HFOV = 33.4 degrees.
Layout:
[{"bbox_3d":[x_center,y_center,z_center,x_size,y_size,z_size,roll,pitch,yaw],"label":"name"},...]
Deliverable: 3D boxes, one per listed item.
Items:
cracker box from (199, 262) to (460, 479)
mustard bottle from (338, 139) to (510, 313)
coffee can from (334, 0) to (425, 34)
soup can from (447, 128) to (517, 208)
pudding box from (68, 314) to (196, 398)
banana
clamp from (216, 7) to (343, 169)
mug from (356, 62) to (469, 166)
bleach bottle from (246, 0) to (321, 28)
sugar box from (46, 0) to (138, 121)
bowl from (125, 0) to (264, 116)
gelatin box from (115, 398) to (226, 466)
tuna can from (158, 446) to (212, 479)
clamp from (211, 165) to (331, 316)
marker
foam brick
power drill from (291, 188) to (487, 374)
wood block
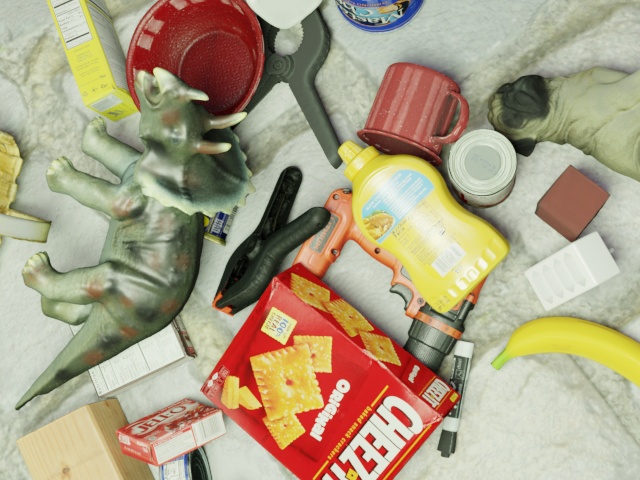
[{"bbox_3d":[0.004,0.154,1.072,0.214,0.072,0.164,40,115,10],"label":"cracker box"},{"bbox_3d":[0.088,-0.027,1.051,0.192,0.058,0.096,46,106,9],"label":"mustard bottle"},{"bbox_3d":[0.054,-0.279,1.090,0.103,0.140,0.103,-1,85,9],"label":"coffee can"},{"bbox_3d":[0.163,-0.071,1.075,0.068,0.102,0.068,-1,85,9],"label":"soup can"},{"bbox_3d":[-0.203,0.108,1.153,0.113,0.039,0.090,-25,81,8],"label":"pudding box"},{"bbox_3d":[0.276,0.117,1.077,0.198,0.037,0.070,13,105,11],"label":"banana"},{"bbox_3d":[-0.050,-0.179,1.151,0.165,0.036,0.210,1,82,16],"label":"clamp"},{"bbox_3d":[0.102,-0.129,1.090,0.117,0.093,0.081,14,81,47],"label":"mug"},{"bbox_3d":[-0.094,-0.341,1.126,0.068,0.102,0.251,-37,69,12],"label":"bleach bottle"},{"bbox_3d":[-0.252,-0.224,1.160,0.048,0.093,0.176,-24,81,6],"label":"sugar box"},{"bbox_3d":[-0.123,-0.185,1.128,0.162,0.055,0.162,-2,84,21],"label":"bowl"},{"bbox_3d":[-0.153,0.195,1.091,0.089,0.073,0.030,-21,105,-35],"label":"gelatin box"},{"bbox_3d":[-0.138,0.250,1.106,0.034,0.086,0.086,-13,84,6],"label":"tuna can"},{"bbox_3d":[-0.057,0.001,1.123,0.039,0.120,0.172,34,110,-25],"label":"clamp"},{"bbox_3d":[0.139,0.164,1.102,0.020,0.020,0.121,10,87,10],"label":"marker"},{"bbox_3d":[0.252,-0.036,1.070,0.051,0.078,0.053,40,92,11],"label":"foam brick"},{"bbox_3d":[0.068,0.044,1.105,0.188,0.057,0.184,27,86,8],"label":"power drill"},{"bbox_3d":[-0.222,0.279,1.116,0.091,0.090,0.206,-28,82,7],"label":"wood block"}]
